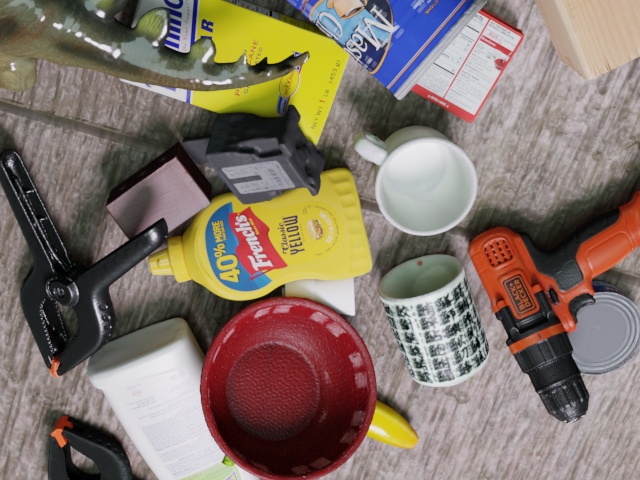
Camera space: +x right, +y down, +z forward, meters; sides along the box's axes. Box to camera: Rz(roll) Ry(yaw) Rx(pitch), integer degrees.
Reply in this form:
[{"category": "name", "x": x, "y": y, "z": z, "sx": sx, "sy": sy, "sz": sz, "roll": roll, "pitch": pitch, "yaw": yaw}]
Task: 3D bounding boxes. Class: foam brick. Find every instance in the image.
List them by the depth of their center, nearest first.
[{"category": "foam brick", "x": -0.139, "y": -0.038, "z": 0.921, "sx": 0.078, "sy": 0.053, "sz": 0.051, "roll": -34, "pitch": 109, "yaw": 7}]

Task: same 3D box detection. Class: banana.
[{"category": "banana", "x": -0.002, "y": 0.169, "z": 1.003, "sx": 0.197, "sy": 0.037, "sz": 0.069, "roll": -2, "pitch": 81, "yaw": -20}]

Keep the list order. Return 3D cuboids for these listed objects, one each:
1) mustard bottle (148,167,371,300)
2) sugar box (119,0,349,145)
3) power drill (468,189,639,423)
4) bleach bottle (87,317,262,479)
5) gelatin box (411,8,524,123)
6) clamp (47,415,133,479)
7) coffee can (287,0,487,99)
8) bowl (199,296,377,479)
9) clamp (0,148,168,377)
[{"category": "mustard bottle", "x": -0.056, "y": 0.001, "z": 0.937, "sx": 0.191, "sy": 0.058, "sz": 0.096, "roll": -12, "pitch": 93, "yaw": 2}, {"category": "sugar box", "x": -0.071, "y": -0.152, "z": 0.887, "sx": 0.176, "sy": 0.048, "sz": 0.093, "roll": 16, "pitch": 110, "yaw": -11}, {"category": "power drill", "x": 0.247, "y": 0.046, "z": 0.943, "sx": 0.187, "sy": 0.057, "sz": 0.184, "roll": -25, "pitch": 79, "yaw": 1}, {"category": "bleach bottle", "x": -0.122, "y": 0.200, "z": 1.007, "sx": 0.102, "sy": 0.068, "sz": 0.251, "roll": -21, "pitch": 113, "yaw": 1}, {"category": "gelatin box", "x": 0.119, "y": -0.156, "z": 0.908, "sx": 0.073, "sy": 0.030, "sz": 0.089, "roll": 27, "pitch": 106, "yaw": -12}, {"category": "clamp", "x": -0.216, "y": 0.250, "z": 1.031, "sx": 0.120, "sy": 0.039, "sz": 0.171, "roll": -36, "pitch": 103, "yaw": 4}, {"category": "coffee can", "x": 0.044, "y": -0.194, "z": 0.833, "sx": 0.140, "sy": 0.102, "sz": 0.103, "roll": 41, "pitch": 103, "yaw": -2}, {"category": "bowl", "x": -0.034, "y": 0.132, "z": 0.947, "sx": 0.162, "sy": 0.055, "sz": 0.162, "roll": 4, "pitch": 79, "yaw": -19}, {"category": "clamp", "x": -0.208, "y": 0.036, "z": 0.924, "sx": 0.165, "sy": 0.036, "sz": 0.210, "roll": 19, "pitch": 122, "yaw": 19}]
